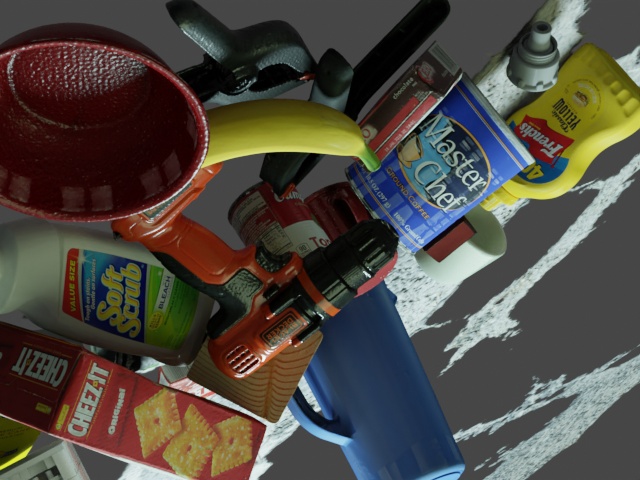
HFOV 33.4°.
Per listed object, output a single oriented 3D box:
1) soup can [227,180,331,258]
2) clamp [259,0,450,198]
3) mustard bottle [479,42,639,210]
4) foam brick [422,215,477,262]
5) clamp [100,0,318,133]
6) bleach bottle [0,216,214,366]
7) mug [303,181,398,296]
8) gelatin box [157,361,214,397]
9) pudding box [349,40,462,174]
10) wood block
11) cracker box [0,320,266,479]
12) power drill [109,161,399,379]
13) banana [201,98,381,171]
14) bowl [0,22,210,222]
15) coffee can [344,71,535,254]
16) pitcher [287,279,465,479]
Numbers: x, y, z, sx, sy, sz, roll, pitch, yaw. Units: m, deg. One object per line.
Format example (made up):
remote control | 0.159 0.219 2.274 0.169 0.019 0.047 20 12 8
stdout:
soup can | -0.029 0.003 0.939 0.068 0.102 0.068 -26 153 -14
clamp | 0.016 -0.108 0.848 0.164 0.036 0.210 -38 172 -39
mustard bottle | 0.231 -0.099 1.067 0.192 0.096 0.058 -45 153 24
foam brick | 0.112 -0.026 1.080 0.053 0.078 0.051 -40 154 9
clamp | -0.073 -0.116 0.752 0.120 0.039 0.171 -35 160 34
bleach bottle | -0.187 0.041 0.844 0.250 0.068 0.102 16 92 -57
mug | 0.023 -0.003 1.013 0.093 0.081 0.117 -20 152 -26
gelatin box | -0.132 0.147 1.159 0.089 0.030 0.073 -20 152 -26
pudding box | 0.068 -0.110 0.870 0.090 0.039 0.113 -45 -179 26
wood block | -0.060 0.111 1.002 0.091 0.090 0.206 -62 179 -9
cracker box | -0.173 0.133 0.860 0.213 0.164 0.072 34 70 -46
power drill | -0.055 0.001 0.834 0.184 0.057 0.187 -39 111 10
banana | -0.055 -0.065 0.749 0.198 0.037 0.069 -5 122 -1
bowl | -0.151 -0.082 0.664 0.162 0.055 0.162 -4 143 -4
coffee can | 0.107 -0.069 0.969 0.140 0.103 0.102 -39 154 11
pitcher | 0.048 0.164 1.151 0.149 0.243 0.145 -29 157 7
